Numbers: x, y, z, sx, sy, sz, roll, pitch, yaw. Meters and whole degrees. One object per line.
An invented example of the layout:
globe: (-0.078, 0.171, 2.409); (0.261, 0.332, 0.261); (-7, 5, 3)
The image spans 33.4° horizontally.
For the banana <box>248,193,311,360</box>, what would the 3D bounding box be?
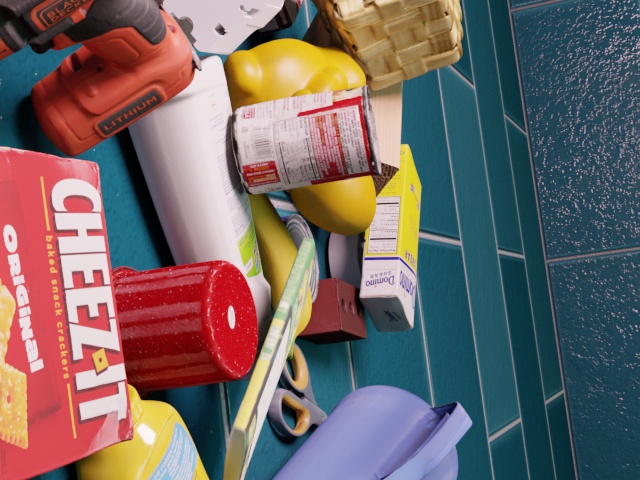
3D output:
banana: (-0.050, -0.001, 0.901); (0.198, 0.037, 0.069); (65, 19, -9)

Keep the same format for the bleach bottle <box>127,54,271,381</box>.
bleach bottle: (-0.084, -0.008, 0.811); (0.102, 0.068, 0.251); (-58, 137, -67)

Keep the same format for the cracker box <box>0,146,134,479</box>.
cracker box: (-0.175, 0.038, 0.515); (0.213, 0.072, 0.164); (0, 82, -71)

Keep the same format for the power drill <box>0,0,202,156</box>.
power drill: (-0.147, -0.104, 0.576); (0.057, 0.184, 0.187); (58, -2, 10)

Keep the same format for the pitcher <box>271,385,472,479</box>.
pitcher: (0.026, 0.216, 0.885); (0.242, 0.145, 0.149); (-30, 129, -63)

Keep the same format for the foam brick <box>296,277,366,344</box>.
foam brick: (0.008, 0.070, 1.048); (0.078, 0.051, 0.053); (27, 56, -66)

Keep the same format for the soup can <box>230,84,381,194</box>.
soup can: (-0.010, -0.074, 0.797); (0.068, 0.102, 0.068); (-9, 90, -83)

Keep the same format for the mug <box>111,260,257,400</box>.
mug: (-0.090, 0.055, 0.732); (0.117, 0.082, 0.093); (-42, 121, -67)

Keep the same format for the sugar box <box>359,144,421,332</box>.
sugar box: (0.076, -0.002, 1.113); (0.093, 0.048, 0.176); (61, 29, -59)

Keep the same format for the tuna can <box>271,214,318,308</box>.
tuna can: (-0.032, 0.020, 0.985); (0.086, 0.034, 0.086); (-9, 90, -71)

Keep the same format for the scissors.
scissors: (-0.006, 0.153, 1.026); (0.201, 0.016, 0.096); (31, 53, -66)

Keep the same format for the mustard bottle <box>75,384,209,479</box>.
mustard bottle: (-0.107, 0.160, 0.675); (0.096, 0.058, 0.191); (-66, 143, -53)
